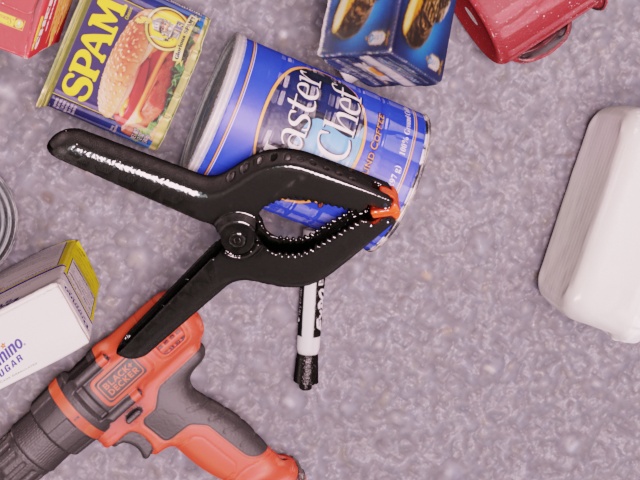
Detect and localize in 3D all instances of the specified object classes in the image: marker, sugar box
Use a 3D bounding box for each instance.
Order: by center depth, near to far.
[{"bbox_3d":[-0.189,0.048,0.667,0.093,0.176,0.048,-27,104,-4],"label":"sugar box"},{"bbox_3d":[-0.007,0.051,0.780,0.020,0.020,0.121,2,101,-10],"label":"marker"}]

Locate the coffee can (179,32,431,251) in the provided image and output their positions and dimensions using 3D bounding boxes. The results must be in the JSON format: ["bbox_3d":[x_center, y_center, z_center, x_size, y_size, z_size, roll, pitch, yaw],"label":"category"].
[{"bbox_3d":[-0.012,-0.064,0.714,0.140,0.103,0.103,21,97,-13],"label":"coffee can"}]

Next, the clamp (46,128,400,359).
[{"bbox_3d":[-0.054,0.001,0.673,0.210,0.036,0.164,-3,120,2],"label":"clamp"}]

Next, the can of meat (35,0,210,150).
[{"bbox_3d":[-0.130,-0.120,0.707,0.083,0.057,0.102,23,97,-16],"label":"can of meat"}]

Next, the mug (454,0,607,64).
[{"bbox_3d":[0.139,-0.168,0.735,0.081,0.093,0.117,-34,141,3],"label":"mug"}]

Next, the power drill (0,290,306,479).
[{"bbox_3d":[-0.116,0.156,0.762,0.184,0.057,0.187,-42,105,0],"label":"power drill"}]
